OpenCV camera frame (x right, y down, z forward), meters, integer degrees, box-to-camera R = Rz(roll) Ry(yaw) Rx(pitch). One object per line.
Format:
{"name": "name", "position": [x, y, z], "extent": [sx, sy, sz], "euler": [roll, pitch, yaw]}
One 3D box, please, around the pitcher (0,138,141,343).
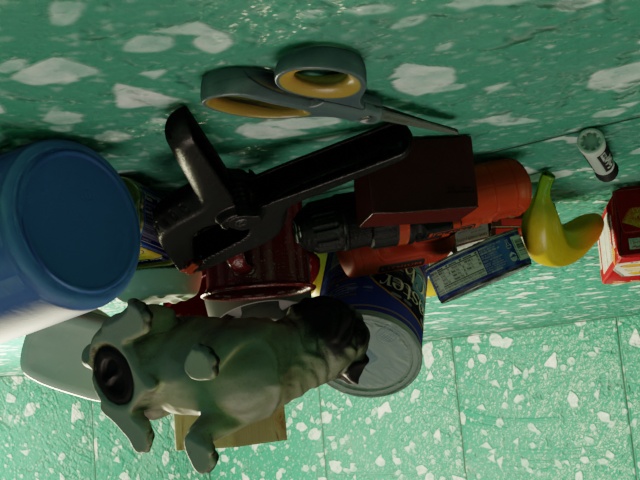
{"name": "pitcher", "position": [-0.244, 0.009, 0.703], "extent": [0.243, 0.145, 0.149], "euler": [-16, 178, 35]}

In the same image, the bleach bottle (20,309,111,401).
{"name": "bleach bottle", "position": [-0.226, 0.097, 1.035], "extent": [0.102, 0.068, 0.251], "euler": [18, 178, -8]}

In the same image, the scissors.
{"name": "scissors", "position": [0.030, -0.080, 0.598], "extent": [0.201, 0.016, 0.096], "euler": [1, 169, -34]}

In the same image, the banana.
{"name": "banana", "position": [0.215, -0.007, 0.948], "extent": [0.037, 0.070, 0.197], "euler": [38, -172, 25]}

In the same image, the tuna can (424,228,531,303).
{"name": "tuna can", "position": [0.134, 0.022, 0.901], "extent": [0.086, 0.034, 0.086], "euler": [-23, 173, -3]}

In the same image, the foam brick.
{"name": "foam brick", "position": [0.065, -0.040, 0.746], "extent": [0.078, 0.053, 0.051], "euler": [-3, 171, -10]}

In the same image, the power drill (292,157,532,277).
{"name": "power drill", "position": [0.061, -0.012, 0.864], "extent": [0.184, 0.057, 0.188], "euler": [-10, 173, -8]}

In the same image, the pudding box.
{"name": "pudding box", "position": [0.159, -0.010, 1.035], "extent": [0.089, 0.039, 0.114], "euler": [1, 167, -33]}

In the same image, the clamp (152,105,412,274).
{"name": "clamp", "position": [-0.062, -0.030, 0.705], "extent": [0.164, 0.036, 0.210], "euler": [5, 154, -36]}

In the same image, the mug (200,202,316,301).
{"name": "mug", "position": [-0.056, 0.001, 0.846], "extent": [0.093, 0.081, 0.117], "euler": [-7, 171, 13]}

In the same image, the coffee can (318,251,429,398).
{"name": "coffee can", "position": [0.047, 0.061, 0.994], "extent": [0.103, 0.140, 0.103], "euler": [5, 128, 6]}
